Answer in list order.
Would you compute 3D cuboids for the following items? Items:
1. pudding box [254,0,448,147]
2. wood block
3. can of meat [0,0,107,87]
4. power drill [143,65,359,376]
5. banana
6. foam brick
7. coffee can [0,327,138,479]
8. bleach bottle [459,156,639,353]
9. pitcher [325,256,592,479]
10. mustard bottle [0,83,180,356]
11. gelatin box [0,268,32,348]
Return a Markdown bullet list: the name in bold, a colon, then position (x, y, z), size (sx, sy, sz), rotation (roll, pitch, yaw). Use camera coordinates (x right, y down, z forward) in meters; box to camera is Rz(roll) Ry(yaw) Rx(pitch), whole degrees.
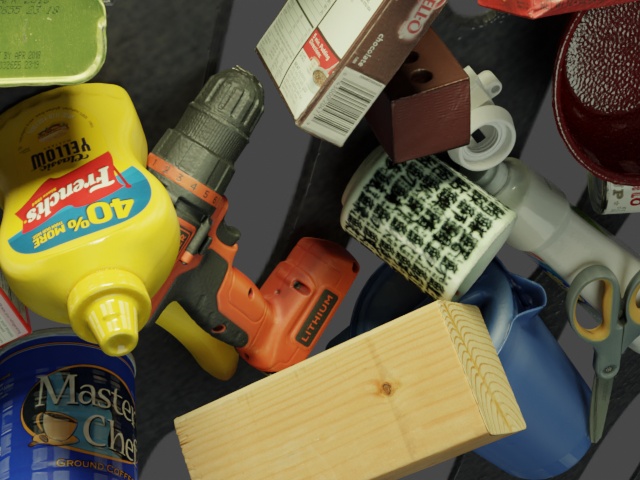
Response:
- **pudding box**: position (0.016, -0.126, 0.616), size (0.039, 0.090, 0.114), rotation (21, 118, -36)
- **wood block**: position (0.018, 0.123, 0.717), size (0.206, 0.091, 0.090), rotation (-26, 164, 21)
- **can of meat**: position (-0.163, -0.112, 0.540), size (0.102, 0.084, 0.057), rotation (-6, 113, -21)
- **power drill**: position (-0.055, 0.001, 0.702), size (0.187, 0.057, 0.184), rotation (35, 88, -46)
- **banana**: position (-0.116, 0.049, 0.753), size (0.070, 0.037, 0.197), rotation (-28, 138, 33)
- **foam brick**: position (0.055, -0.095, 0.671), size (0.053, 0.078, 0.051), rotation (-17, 136, -11)
- **coffee can**: position (-0.174, 0.144, 0.720), size (0.102, 0.140, 0.103), rotation (-6, 140, -5)
- **bleach bottle**: position (0.188, 0.002, 0.820), size (0.250, 0.103, 0.068), rotation (34, 98, -35)
- **pitcher**: position (0.126, 0.110, 0.864), size (0.145, 0.149, 0.242), rotation (-55, 137, -7)
- **mustard bottle**: position (-0.128, -0.009, 0.580), size (0.096, 0.192, 0.058), rotation (-20, 135, -8)
- **gelatin box**: position (-0.210, 0.011, 0.644), size (0.030, 0.073, 0.089), rotation (-25, 135, -3)
